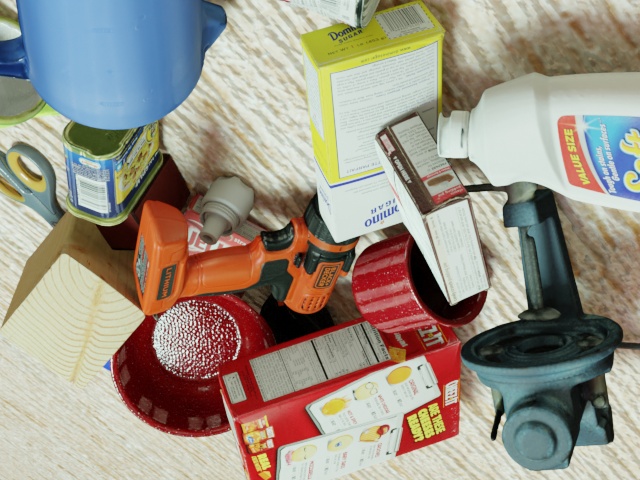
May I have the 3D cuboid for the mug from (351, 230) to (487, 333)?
[{"bbox_3d":[0.090,0.034,0.904,0.117,0.093,0.082,4,165,-37],"label":"mug"}]

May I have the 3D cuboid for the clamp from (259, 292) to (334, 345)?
[{"bbox_3d":[-0.025,0.103,1.090,0.120,0.039,0.171,-3,129,28],"label":"clamp"}]

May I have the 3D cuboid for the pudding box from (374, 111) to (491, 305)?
[{"bbox_3d":[0.081,-0.021,0.757,0.039,0.090,0.113,-27,141,0],"label":"pudding box"}]

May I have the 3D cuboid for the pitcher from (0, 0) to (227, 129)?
[{"bbox_3d":[-0.147,-0.178,0.678,0.145,0.149,0.243,31,159,5],"label":"pitcher"}]

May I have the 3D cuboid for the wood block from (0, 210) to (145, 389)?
[{"bbox_3d":[-0.222,0.042,0.989,0.090,0.091,0.206,40,-174,-17],"label":"wood block"}]

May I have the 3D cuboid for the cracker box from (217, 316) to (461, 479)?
[{"bbox_3d":[0.020,0.150,1.000,0.213,0.072,0.164,-18,140,-9],"label":"cracker box"}]

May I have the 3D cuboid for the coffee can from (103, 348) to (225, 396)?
[{"bbox_3d":[-0.158,0.116,1.130,0.140,0.102,0.103,29,144,-5],"label":"coffee can"}]

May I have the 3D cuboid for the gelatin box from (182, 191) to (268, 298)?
[{"bbox_3d":[-0.096,0.006,1.003,0.089,0.030,0.073,28,129,-8],"label":"gelatin box"}]

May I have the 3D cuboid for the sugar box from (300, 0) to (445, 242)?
[{"bbox_3d":[0.040,-0.082,0.778,0.093,0.048,0.176,-17,142,-10],"label":"sugar box"}]

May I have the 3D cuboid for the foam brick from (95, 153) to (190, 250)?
[{"bbox_3d":[-0.163,-0.035,0.969,0.053,0.078,0.051,1,137,27],"label":"foam brick"}]

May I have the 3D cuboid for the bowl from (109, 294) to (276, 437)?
[{"bbox_3d":[-0.122,0.109,1.040,0.162,0.055,0.162,-1,111,-4],"label":"bowl"}]

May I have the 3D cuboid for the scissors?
[{"bbox_3d":[-0.264,-0.030,1.088,0.201,0.016,0.096,42,141,-21],"label":"scissors"}]

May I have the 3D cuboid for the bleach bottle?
[{"bbox_3d":[0.201,-0.057,0.681,0.251,0.068,0.102,2,125,11],"label":"bleach bottle"}]

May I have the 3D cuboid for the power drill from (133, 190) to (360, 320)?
[{"bbox_3d":[-0.056,0.001,0.894,0.187,0.057,0.185,-2,139,-21],"label":"power drill"}]

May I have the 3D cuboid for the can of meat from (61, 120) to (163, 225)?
[{"bbox_3d":[-0.175,-0.078,0.904,0.057,0.102,0.084,20,142,8],"label":"can of meat"}]
